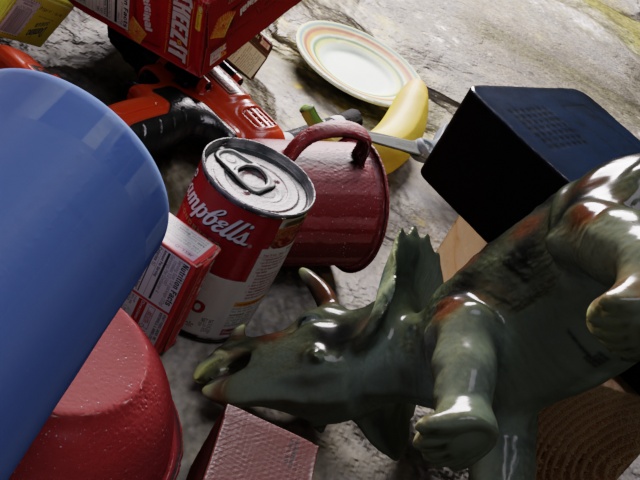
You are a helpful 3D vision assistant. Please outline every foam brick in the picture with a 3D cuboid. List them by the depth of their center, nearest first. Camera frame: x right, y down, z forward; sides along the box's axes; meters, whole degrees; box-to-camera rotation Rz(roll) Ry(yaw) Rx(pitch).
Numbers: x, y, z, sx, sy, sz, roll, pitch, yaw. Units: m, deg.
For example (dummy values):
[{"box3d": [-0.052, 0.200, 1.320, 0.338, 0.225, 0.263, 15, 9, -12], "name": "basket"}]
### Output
[{"box3d": [-0.039, 0.128, 0.503, 0.053, 0.051, 0.078, 26, 33, -6], "name": "foam brick"}]

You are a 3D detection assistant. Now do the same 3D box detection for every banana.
[{"box3d": [0.049, -0.088, 0.858, 0.037, 0.069, 0.197, -2, 12, 30], "name": "banana"}]

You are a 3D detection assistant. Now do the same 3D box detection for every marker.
[{"box3d": [-0.002, -0.087, 0.855, 0.020, 0.020, 0.120, 40, 34, 17], "name": "marker"}]

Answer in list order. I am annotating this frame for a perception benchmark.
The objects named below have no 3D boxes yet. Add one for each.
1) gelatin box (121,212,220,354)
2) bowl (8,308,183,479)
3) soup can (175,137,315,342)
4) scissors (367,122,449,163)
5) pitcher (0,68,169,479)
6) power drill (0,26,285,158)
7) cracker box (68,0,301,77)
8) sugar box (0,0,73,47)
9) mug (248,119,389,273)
[{"box3d": [-0.108, 0.011, 0.590, 0.089, 0.073, 0.030, 34, 33, 7], "name": "gelatin box"}, {"box3d": [-0.134, 0.067, 0.512, 0.162, 0.055, 0.162, 19, 34, -14], "name": "bowl"}, {"box3d": [-0.054, 0.001, 0.618, 0.068, 0.102, 0.068, 20, 34, -14], "name": "soup can"}, {"box3d": [0.095, -0.056, 0.848, 0.096, 0.016, 0.201, 57, 31, 10], "name": "scissors"}, {"box3d": [-0.167, 0.044, 0.398, 0.149, 0.145, 0.242, 31, 50, 0], "name": "pitcher"}, {"box3d": [-0.137, -0.103, 0.740, 0.184, 0.057, 0.187, 43, 35, 22], "name": "power drill"}, {"box3d": [-0.120, -0.229, 0.779, 0.214, 0.072, 0.164, 31, 50, 16], "name": "cracker box"}, {"box3d": [-0.254, -0.205, 0.710, 0.176, 0.048, 0.093, 40, 7, 2], "name": "sugar box"}, {"box3d": [-0.009, -0.032, 0.689, 0.081, 0.117, 0.093, 0, 52, -30], "name": "mug"}]
